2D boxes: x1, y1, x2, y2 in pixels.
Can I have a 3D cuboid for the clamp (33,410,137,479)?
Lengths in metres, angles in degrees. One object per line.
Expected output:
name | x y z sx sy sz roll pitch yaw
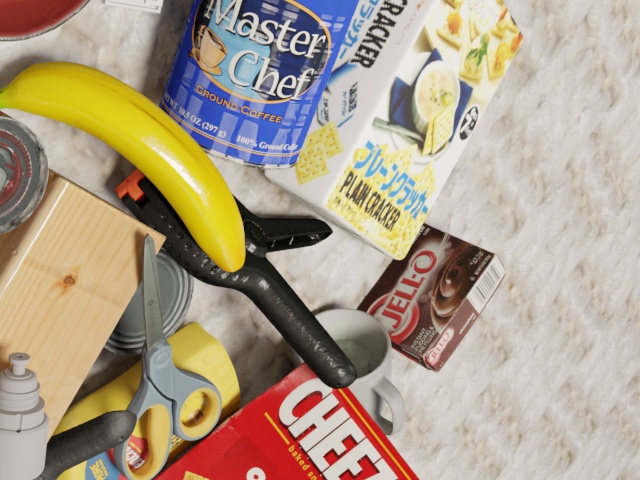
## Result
clamp | -0.198 0.135 0.715 0.171 0.120 0.039 -45 134 11

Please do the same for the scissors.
scissors | -0.096 0.077 0.719 0.096 0.016 0.202 -13 127 -44

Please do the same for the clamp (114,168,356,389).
clamp | -0.055 0.001 0.776 0.209 0.164 0.036 36 119 -27

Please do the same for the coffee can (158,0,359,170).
coffee can | -0.038 -0.131 0.698 0.102 0.103 0.140 0 121 -43

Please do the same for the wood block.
wood block | -0.199 0.057 0.667 0.090 0.090 0.206 33 86 -45

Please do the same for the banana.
banana | -0.113 -0.054 0.666 0.197 0.070 0.037 35 40 -16

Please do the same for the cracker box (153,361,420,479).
cracker box | -0.035 0.212 0.795 0.213 0.164 0.072 -38 173 -7

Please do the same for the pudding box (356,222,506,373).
pudding box | 0.095 0.049 0.935 0.113 0.090 0.039 -52 137 -12

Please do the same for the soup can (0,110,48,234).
soup can | -0.207 -0.049 0.599 0.068 0.102 0.068 -20 121 -36

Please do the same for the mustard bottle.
mustard bottle | -0.148 0.146 0.777 0.191 0.058 0.096 -35 143 -25

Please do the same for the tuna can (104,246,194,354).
tuna can | -0.134 0.035 0.756 0.085 0.034 0.086 -20 122 -35
